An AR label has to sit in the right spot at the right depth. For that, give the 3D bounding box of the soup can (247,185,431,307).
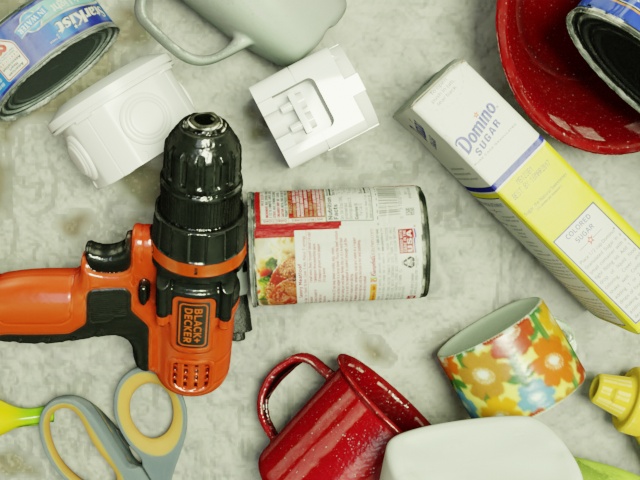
[{"bbox_3d":[0.010,0.003,0.623,0.102,0.068,0.068,-3,94,-2],"label":"soup can"}]

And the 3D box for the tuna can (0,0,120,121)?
[{"bbox_3d":[-0.157,-0.106,0.602,0.086,0.086,0.034,-39,93,1],"label":"tuna can"}]

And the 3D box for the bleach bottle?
[{"bbox_3d":[0.069,0.216,0.604,0.102,0.068,0.251,-4,124,-16],"label":"bleach bottle"}]

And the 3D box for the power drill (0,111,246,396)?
[{"bbox_3d":[-0.134,0.008,0.579,0.187,0.057,0.184,4,126,-4],"label":"power drill"}]

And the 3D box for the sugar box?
[{"bbox_3d":[0.121,-0.027,0.611,0.048,0.093,0.176,-43,94,1],"label":"sugar box"}]

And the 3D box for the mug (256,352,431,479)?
[{"bbox_3d":[0.010,0.119,0.625,0.117,0.093,0.081,44,97,14],"label":"mug"}]

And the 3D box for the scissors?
[{"bbox_3d":[-0.086,0.160,0.658,0.096,0.016,0.201,-43,101,-6],"label":"scissors"}]
